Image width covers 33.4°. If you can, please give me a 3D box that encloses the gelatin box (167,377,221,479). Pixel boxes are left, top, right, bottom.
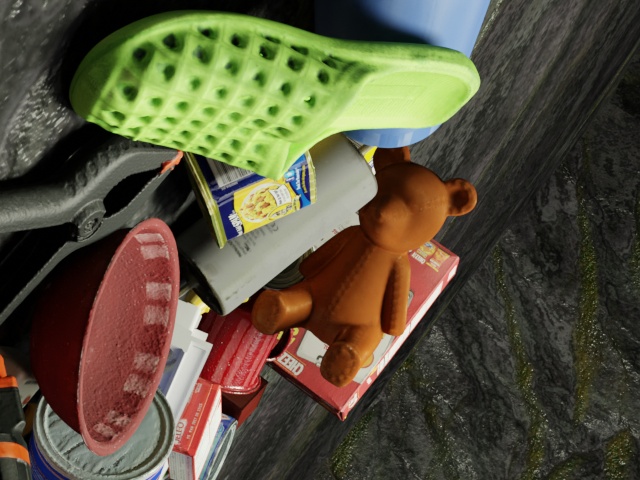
[{"bbox_3d":[-0.118,0.178,0.991,0.089,0.030,0.073,98,10,-59],"label":"gelatin box"}]

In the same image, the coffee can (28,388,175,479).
[{"bbox_3d":[-0.175,0.177,0.818,0.102,0.103,0.140,-41,162,-44],"label":"coffee can"}]

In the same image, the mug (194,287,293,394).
[{"bbox_3d":[-0.075,0.089,1.030,0.117,0.093,0.081,12,113,-37],"label":"mug"}]

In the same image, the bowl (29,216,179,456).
[{"bbox_3d":[-0.149,0.059,0.719,0.162,0.055,0.162,12,90,-79],"label":"bowl"}]

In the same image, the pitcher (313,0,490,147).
[{"bbox_3d":[0.058,-0.179,0.743,0.149,0.145,0.243,-29,158,-16],"label":"pitcher"}]

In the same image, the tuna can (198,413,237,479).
[{"bbox_3d":[-0.118,0.218,1.101,0.086,0.034,0.086,23,89,-84],"label":"tuna can"}]

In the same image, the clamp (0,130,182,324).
[{"bbox_3d":[-0.155,-0.010,0.637,0.171,0.039,0.120,-32,162,-42],"label":"clamp"}]

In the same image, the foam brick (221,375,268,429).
[{"bbox_3d":[-0.106,0.159,1.153,0.052,0.078,0.051,-45,164,-43],"label":"foam brick"}]

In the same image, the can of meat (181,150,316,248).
[{"bbox_3d":[-0.051,-0.047,0.791,0.084,0.057,0.102,-24,161,-7],"label":"can of meat"}]

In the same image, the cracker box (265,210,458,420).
[{"bbox_3d":[0.024,0.063,1.170,0.213,0.164,0.072,-51,165,-14],"label":"cracker box"}]
